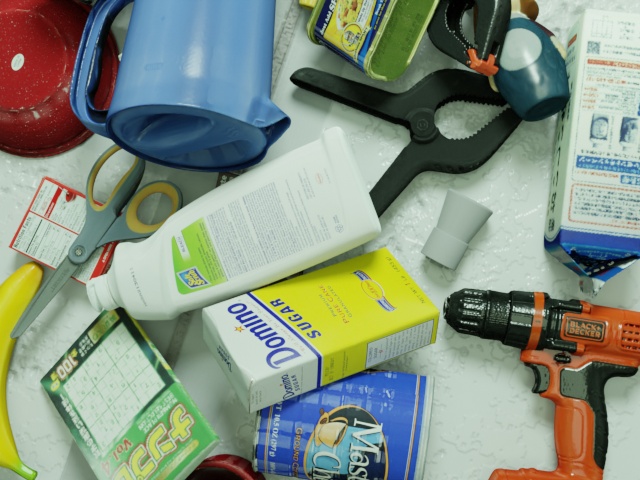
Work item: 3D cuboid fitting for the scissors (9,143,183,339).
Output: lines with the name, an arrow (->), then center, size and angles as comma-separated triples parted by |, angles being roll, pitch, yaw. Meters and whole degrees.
scissors -> -0.191, 0.011, 0.941 | 0.096, 0.016, 0.202 | 23, 89, 1

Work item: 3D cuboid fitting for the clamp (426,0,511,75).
clamp -> 0.111, -0.216, 0.913 | 0.120, 0.039, 0.171 | -21, 66, 45

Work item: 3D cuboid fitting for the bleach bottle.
bleach bottle -> -0.081, -0.004, 0.901 | 0.251, 0.068, 0.102 | -21, 87, 7

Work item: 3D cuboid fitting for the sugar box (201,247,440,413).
sugar box -> 0.000, 0.070, 0.885 | 0.176, 0.048, 0.093 | -17, 45, -24

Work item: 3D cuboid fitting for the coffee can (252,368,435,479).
coffee can -> 0.021, 0.155, 0.903 | 0.140, 0.103, 0.103 | 8, 88, 5

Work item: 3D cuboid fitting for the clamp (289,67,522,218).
clamp -> 0.086, -0.087, 0.942 | 0.210, 0.036, 0.164 | -8, 83, 2

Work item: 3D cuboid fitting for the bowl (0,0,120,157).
bowl -> -0.266, -0.158, 0.966 | 0.162, 0.055, 0.162 | 0, 88, 4

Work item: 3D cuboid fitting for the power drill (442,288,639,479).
power drill -> 0.187, 0.138, 0.913 | 0.184, 0.057, 0.187 | 8, 88, 5

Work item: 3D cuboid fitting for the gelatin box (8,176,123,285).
gelatin box -> -0.225, -0.007, 0.966 | 0.089, 0.030, 0.073 | 26, 89, 2

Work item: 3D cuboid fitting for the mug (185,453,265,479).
mug -> -0.096, 0.221, 0.919 | 0.117, 0.081, 0.093 | 44, 91, 5

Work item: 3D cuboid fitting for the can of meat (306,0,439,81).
can of meat -> 0.046, -0.197, 0.912 | 0.084, 0.057, 0.102 | 41, 117, 39

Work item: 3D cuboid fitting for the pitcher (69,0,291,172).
pitcher -> -0.108, -0.189, 0.900 | 0.149, 0.145, 0.243 | 16, 68, -30

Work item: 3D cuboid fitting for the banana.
banana -> -0.287, 0.117, 0.965 | 0.069, 0.037, 0.198 | 1, 88, -8
